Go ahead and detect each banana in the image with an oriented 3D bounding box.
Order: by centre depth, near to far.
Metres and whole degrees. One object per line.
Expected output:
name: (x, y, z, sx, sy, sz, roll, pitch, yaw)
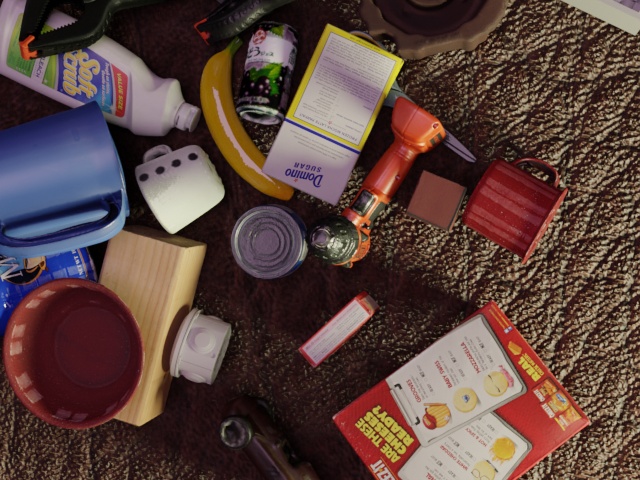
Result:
banana: (-0.092, -0.131, 1.211, 0.070, 0.037, 0.198, -19, 89, 11)

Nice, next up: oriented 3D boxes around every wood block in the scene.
wood block: (-0.206, 0.093, 1.215, 0.090, 0.090, 0.206, 16, 95, 9)

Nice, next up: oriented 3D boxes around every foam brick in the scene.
foam brick: (0.127, -0.043, 1.154, 0.053, 0.078, 0.051, 22, 96, 6)

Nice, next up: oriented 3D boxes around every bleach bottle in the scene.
bleach bottle: (-0.253, -0.194, 1.225, 0.251, 0.068, 0.103, 24, 104, 7)

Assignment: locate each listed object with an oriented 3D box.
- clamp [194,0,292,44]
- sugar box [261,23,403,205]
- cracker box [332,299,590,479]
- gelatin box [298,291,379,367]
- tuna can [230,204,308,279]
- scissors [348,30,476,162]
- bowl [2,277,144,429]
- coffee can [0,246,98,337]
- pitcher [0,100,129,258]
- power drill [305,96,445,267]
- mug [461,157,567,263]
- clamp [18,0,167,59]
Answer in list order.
clamp: (-0.063, -0.264, 1.167, 0.172, 0.120, 0.039, -33, 109, 14)
sugar box: (0.013, -0.136, 1.167, 0.093, 0.048, 0.176, 25, 98, 2)
cracker box: (0.146, 0.192, 1.126, 0.213, 0.072, 0.164, -36, 74, -5)
gelatin box: (0.022, 0.098, 1.181, 0.089, 0.073, 0.030, -44, 84, 9)
tuna can: (-0.058, 0.001, 1.212, 0.086, 0.033, 0.086, 0, 92, 10)
scissors: (0.077, -0.142, 1.190, 0.096, 0.016, 0.202, -36, 85, 10)
bowl: (-0.257, 0.118, 1.150, 0.162, 0.055, 0.162, 0, 92, 12)
coffee can: (-0.334, 0.047, 1.198, 0.140, 0.103, 0.103, -19, 88, -29)
pitcher: (-0.332, -0.051, 1.147, 0.242, 0.149, 0.145, -18, 99, -14)
power drill: (0.054, -0.057, 1.115, 0.057, 0.184, 0.188, 36, 95, 8)
mug: (0.210, -0.043, 1.140, 0.081, 0.093, 0.117, 31, 66, 12)
clamp: (-0.252, -0.272, 1.196, 0.164, 0.036, 0.209, 31, 66, 5)
